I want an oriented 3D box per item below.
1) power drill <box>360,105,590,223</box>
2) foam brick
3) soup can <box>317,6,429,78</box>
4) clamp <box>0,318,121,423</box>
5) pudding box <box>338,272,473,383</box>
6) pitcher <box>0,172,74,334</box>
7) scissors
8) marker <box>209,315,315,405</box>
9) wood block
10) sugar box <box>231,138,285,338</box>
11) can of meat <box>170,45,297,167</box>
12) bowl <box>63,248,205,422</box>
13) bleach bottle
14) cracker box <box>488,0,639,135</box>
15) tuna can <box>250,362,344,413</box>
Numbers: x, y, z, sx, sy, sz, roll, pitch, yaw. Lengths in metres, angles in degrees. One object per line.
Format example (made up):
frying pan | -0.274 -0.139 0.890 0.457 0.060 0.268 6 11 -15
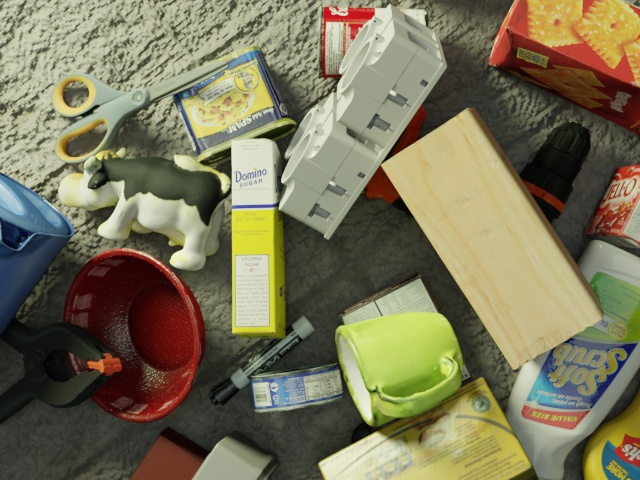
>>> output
power drill | 0.140 -0.064 1.005 0.187 0.057 0.184 30 89 3
foam brick | -0.148 0.223 1.008 0.051 0.053 0.078 34 89 3
soup can | 0.049 -0.186 1.008 0.102 0.068 0.068 2 88 2
clamp | -0.266 0.108 1.004 0.172 0.039 0.120 -13 89 24
pudding box | 0.080 0.100 1.011 0.090 0.039 0.113 -27 89 1
pitcher | -0.343 0.049 0.972 0.145 0.149 0.243 36 97 12
scissors | -0.183 -0.147 1.012 0.202 0.016 0.096 -33 76 20
marker | -0.057 0.117 1.025 0.121 0.020 0.020 -40 87 0
wood block | 0.150 -0.005 0.926 0.090 0.090 0.206 -33 90 14
sugar box | -0.056 0.001 0.985 0.048 0.093 0.176 1 82 3
can of meat | -0.085 -0.127 1.018 0.102 0.057 0.084 -23 85 1
bowl | -0.162 0.085 0.995 0.162 0.055 0.162 4 98 29
bleach bottle | 0.239 0.131 0.991 0.102 0.068 0.251 26 91 9
cracker box | 0.262 -0.154 0.950 0.214 0.164 0.072 26 91 3
tuna can | -0.022 0.136 0.990 0.086 0.086 0.034 -9 86 2
